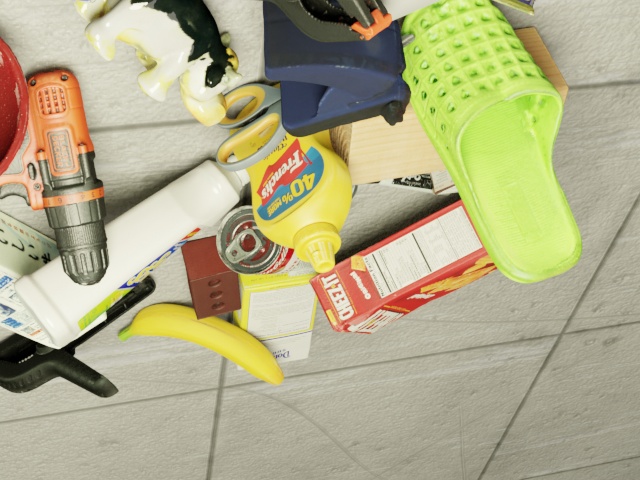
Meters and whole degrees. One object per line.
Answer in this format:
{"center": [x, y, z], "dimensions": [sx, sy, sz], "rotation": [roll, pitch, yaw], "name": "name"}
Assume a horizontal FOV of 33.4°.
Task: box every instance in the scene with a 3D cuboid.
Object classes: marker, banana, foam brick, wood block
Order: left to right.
{"center": [-0.129, 0.112, 1.216], "dimensions": [0.197, 0.037, 0.070], "rotation": [18, 141, -4], "name": "banana"}
{"center": [-0.117, 0.039, 1.153], "dimensions": [0.053, 0.051, 0.078], "rotation": [-13, 144, -8], "name": "foam brick"}
{"center": [0.088, -0.064, 1.135], "dimensions": [0.120, 0.020, 0.020], "rotation": [6, 138, -31], "name": "marker"}
{"center": [0.112, -0.127, 1.001], "dimensions": [0.206, 0.091, 0.090], "rotation": [-10, 144, -11], "name": "wood block"}

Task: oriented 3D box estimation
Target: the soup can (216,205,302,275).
{"center": [-0.057, 0.001, 1.084], "dimensions": [0.068, 0.068, 0.102], "rotation": [-27, 172, 12], "name": "soup can"}

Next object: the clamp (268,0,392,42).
{"center": [-0.025, -0.197, 0.811], "dimensions": [0.039, 0.171, 0.120], "rotation": [-40, 167, -29], "name": "clamp"}

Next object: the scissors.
{"center": [-0.018, -0.139, 0.949], "dimensions": [0.202, 0.096, 0.016], "rotation": [-40, 140, 3], "name": "scissors"}

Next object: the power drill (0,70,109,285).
{"center": [-0.278, -0.040, 0.899], "dimensions": [0.187, 0.184, 0.057], "rotation": [-10, -173, -7], "name": "power drill"}

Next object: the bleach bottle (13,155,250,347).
{"center": [-0.163, -0.003, 0.999], "dimensions": [0.250, 0.068, 0.103], "rotation": [-38, 176, -17], "name": "bleach bottle"}

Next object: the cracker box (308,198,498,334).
{"center": [0.114, 0.030, 1.182], "dimensions": [0.214, 0.072, 0.164], "rotation": [-28, 167, 12], "name": "cracker box"}

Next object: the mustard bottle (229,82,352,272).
{"center": [-0.021, -0.051, 0.955], "dimensions": [0.096, 0.192, 0.058], "rotation": [-34, 142, 21], "name": "mustard bottle"}

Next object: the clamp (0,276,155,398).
{"center": [-0.278, 0.122, 1.127], "dimensions": [0.210, 0.164, 0.036], "rotation": [-19, 124, 16], "name": "clamp"}

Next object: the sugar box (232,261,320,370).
{"center": [-0.054, 0.083, 1.247], "dimensions": [0.093, 0.048, 0.176], "rotation": [-8, 147, -14], "name": "sugar box"}
